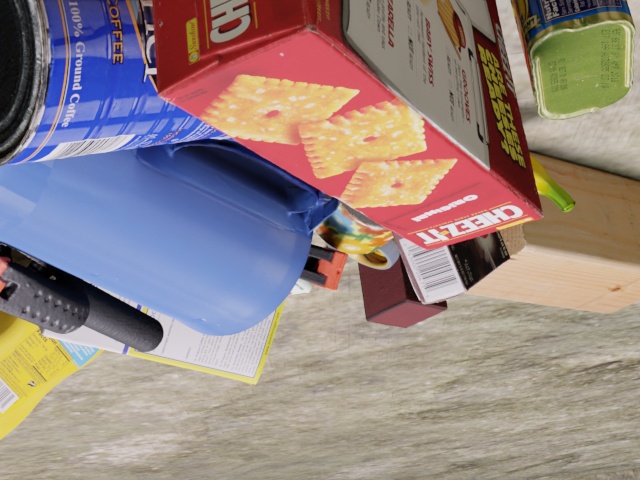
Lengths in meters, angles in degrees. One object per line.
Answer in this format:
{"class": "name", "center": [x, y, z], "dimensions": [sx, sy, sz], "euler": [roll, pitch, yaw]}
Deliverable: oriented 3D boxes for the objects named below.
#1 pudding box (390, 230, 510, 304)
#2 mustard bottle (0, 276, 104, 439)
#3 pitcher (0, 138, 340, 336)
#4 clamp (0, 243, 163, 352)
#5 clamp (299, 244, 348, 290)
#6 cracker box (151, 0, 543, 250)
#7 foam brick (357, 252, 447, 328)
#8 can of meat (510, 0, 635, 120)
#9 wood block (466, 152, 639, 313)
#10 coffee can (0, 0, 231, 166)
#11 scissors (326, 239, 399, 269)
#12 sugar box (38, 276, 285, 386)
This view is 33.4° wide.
{"class": "pudding box", "center": [0.078, -0.023, 0.713], "dimensions": [0.039, 0.113, 0.089], "euler": [-19, -176, 32]}
{"class": "mustard bottle", "center": [-0.216, 0.069, 0.847], "dimensions": [0.191, 0.058, 0.096], "euler": [-41, 133, -15]}
{"class": "pitcher", "center": [-0.112, -0.037, 0.629], "dimensions": [0.149, 0.145, 0.242], "euler": [-56, 142, 5]}
{"class": "clamp", "center": [-0.172, 0.028, 0.674], "dimensions": [0.164, 0.036, 0.210], "euler": [35, 179, -6]}
{"class": "clamp", "center": [-0.055, 0.001, 0.777], "dimensions": [0.120, 0.039, 0.172], "euler": [9, -178, -38]}
{"class": "cracker box", "center": [0.014, -0.102, 0.457], "dimensions": [0.072, 0.164, 0.213], "euler": [-18, 156, 26]}
{"class": "foam brick", "center": [0.068, 0.029, 0.919], "dimensions": [0.052, 0.078, 0.051], "euler": [13, 150, -39]}
{"class": "can of meat", "center": [0.128, -0.122, 0.559], "dimensions": [0.057, 0.084, 0.102], "euler": [-13, 158, 11]}
{"class": "wood block", "center": [0.194, -0.003, 0.871], "dimensions": [0.205, 0.090, 0.091], "euler": [10, 151, -38]}
{"class": "coffee can", "center": [-0.095, -0.090, 0.474], "dimensions": [0.103, 0.103, 0.140], "euler": [-29, 170, 41]}
{"class": "scissors", "center": [0.003, -0.003, 0.883], "dimensions": [0.096, 0.016, 0.202], "euler": [40, 165, -15]}
{"class": "sugar box", "center": [-0.119, 0.046, 0.823], "dimensions": [0.176, 0.093, 0.048], "euler": [18, -178, -20]}
